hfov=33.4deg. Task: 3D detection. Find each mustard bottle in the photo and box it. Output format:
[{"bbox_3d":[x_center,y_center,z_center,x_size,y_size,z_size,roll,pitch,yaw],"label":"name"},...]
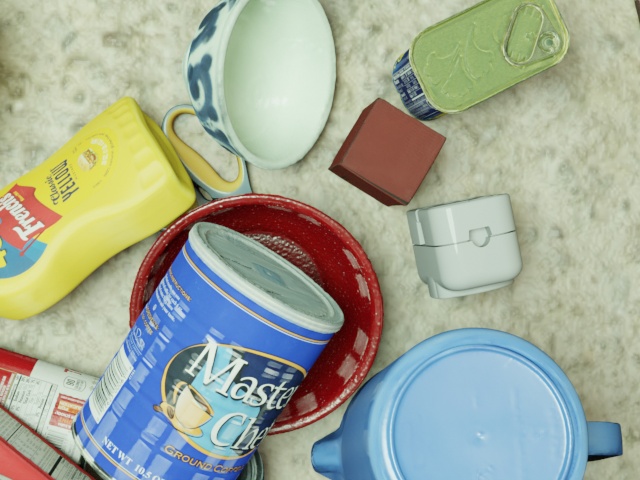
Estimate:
[{"bbox_3d":[-0.175,-0.005,0.677,0.191,0.058,0.096,-36,50,4],"label":"mustard bottle"}]

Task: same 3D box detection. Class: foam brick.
[{"bbox_3d":[0.042,-0.057,0.707,0.053,0.078,0.051,31,89,-6],"label":"foam brick"}]

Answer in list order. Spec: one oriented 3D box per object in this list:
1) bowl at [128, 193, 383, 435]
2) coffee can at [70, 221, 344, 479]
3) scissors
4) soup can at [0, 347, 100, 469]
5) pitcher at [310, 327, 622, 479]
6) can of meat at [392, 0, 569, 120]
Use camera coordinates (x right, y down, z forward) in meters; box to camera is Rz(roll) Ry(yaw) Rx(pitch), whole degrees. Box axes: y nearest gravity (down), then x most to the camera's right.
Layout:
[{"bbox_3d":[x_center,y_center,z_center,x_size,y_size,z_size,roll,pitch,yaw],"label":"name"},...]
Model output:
[{"bbox_3d":[-0.041,0.043,0.700,0.162,0.055,0.162,0,104,-2],"label":"bowl"},{"bbox_3d":[-0.066,0.075,0.625,0.103,0.103,0.140,32,100,-6],"label":"coffee can"},{"bbox_3d":[-0.055,0.001,0.728,0.096,0.016,0.202,-35,94,-3],"label":"scissors"},{"bbox_3d":[-0.193,0.108,0.688,0.102,0.068,0.068,18,89,-7],"label":"soup can"},{"bbox_3d":[0.087,0.119,0.623,0.145,0.243,0.149,43,81,9],"label":"pitcher"},{"bbox_3d":[0.102,-0.122,0.709,0.102,0.084,0.057,-27,93,-5],"label":"can of meat"}]
